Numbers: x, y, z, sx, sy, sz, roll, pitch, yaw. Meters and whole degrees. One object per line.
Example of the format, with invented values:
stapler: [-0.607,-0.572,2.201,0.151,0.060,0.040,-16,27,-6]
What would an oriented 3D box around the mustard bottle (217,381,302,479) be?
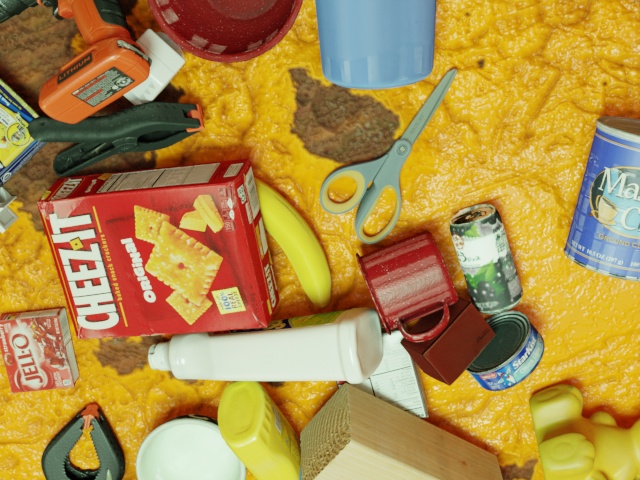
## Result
mustard bottle: [-0.043,0.240,1.164,0.058,0.096,0.191,-26,126,8]

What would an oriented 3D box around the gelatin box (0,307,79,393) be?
gelatin box: [-0.313,0.122,1.180,0.073,0.030,0.089,-6,107,5]

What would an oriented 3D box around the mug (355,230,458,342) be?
mug: [0.094,0.050,1.097,0.081,0.117,0.093,-23,144,4]

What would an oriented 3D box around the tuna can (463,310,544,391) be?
tuna can: [0.192,0.117,1.123,0.086,0.086,0.033,-36,114,13]

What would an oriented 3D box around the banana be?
banana: [-0.049,-0.012,1.123,0.197,0.037,0.070,41,123,-9]

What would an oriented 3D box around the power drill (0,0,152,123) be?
power drill: [-0.244,-0.208,1.008,0.185,0.057,0.188,-28,66,20]

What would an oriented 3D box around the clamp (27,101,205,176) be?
clamp: [-0.204,-0.109,1.063,0.171,0.120,0.039,-17,80,4]

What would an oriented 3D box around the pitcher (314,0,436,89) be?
pitcher: [0.060,-0.271,0.992,0.149,0.144,0.243,4,112,17]

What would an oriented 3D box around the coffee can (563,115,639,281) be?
coffee can: [0.308,-0.043,1.059,0.103,0.103,0.140,10,108,-1]

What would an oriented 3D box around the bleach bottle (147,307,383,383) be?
bleach bottle: [-0.067,0.115,1.113,0.251,0.102,0.068,-6,96,20]

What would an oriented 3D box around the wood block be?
wood block: [0.089,0.247,1.141,0.206,0.090,0.091,28,119,-20]

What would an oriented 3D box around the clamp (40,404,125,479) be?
clamp: [-0.267,0.289,1.228,0.164,0.036,0.210,16,109,-8]

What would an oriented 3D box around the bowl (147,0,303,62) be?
bowl: [-0.084,-0.251,1.003,0.162,0.055,0.162,5,108,15]

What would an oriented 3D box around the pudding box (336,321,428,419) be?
pudding box: [0.062,0.148,1.166,0.090,0.039,0.113,-13,109,7]

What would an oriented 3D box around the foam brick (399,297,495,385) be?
foam brick: [0.134,0.104,1.122,0.078,0.051,0.053,-45,115,-13]

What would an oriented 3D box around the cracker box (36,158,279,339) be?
cracker box: [-0.163,0.012,1.093,0.214,0.072,0.164,-5,114,13]

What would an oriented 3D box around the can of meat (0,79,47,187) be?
can of meat: [-0.334,-0.110,1.074,0.102,0.058,0.083,45,69,-12]

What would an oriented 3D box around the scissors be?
scissors: [0.063,-0.094,1.099,0.096,0.016,0.202,17,108,-3]
